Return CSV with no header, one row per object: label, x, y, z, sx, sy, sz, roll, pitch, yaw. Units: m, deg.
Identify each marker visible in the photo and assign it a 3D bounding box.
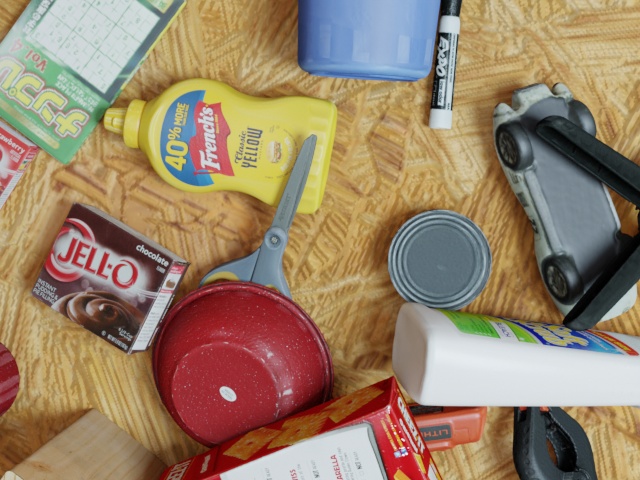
marker,0.105,-0.154,0.892,0.020,0.020,0.121,5,94,4

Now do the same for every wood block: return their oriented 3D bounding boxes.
wood block,-0.201,0.215,0.848,0.090,0.206,0.091,38,95,1

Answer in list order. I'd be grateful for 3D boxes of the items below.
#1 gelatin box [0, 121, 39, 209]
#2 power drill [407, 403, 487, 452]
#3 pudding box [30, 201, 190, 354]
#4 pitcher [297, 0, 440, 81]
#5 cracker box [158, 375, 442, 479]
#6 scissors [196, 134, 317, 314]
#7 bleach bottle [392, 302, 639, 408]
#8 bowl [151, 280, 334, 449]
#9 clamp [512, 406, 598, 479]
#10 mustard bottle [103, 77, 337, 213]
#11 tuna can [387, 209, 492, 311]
gelatin box,-0.302,-0.075,0.927,0.089,0.030,0.073,35,96,2
power drill,0.113,0.230,0.896,0.184,0.057,0.187,-7,93,5
pudding box,-0.179,0.032,0.907,0.113,0.039,0.090,28,96,16
pitcher,0.049,-0.249,0.832,0.145,0.149,0.243,4,97,5
cracker box,-0.005,0.224,0.844,0.214,0.072,0.164,-24,100,13
scissors,-0.056,0.001,0.888,0.096,0.016,0.202,10,113,14
bleach bottle,0.191,0.098,0.860,0.250,0.102,0.068,5,102,-12
bowl,-0.072,0.118,0.889,0.162,0.055,0.162,3,106,10
clamp,0.212,0.206,0.884,0.039,0.120,0.171,-25,75,46
mustard bottle,-0.087,-0.085,0.893,0.191,0.058,0.096,11,101,5
tuna can,0.099,0.016,0.896,0.086,0.033,0.086,0,94,5
